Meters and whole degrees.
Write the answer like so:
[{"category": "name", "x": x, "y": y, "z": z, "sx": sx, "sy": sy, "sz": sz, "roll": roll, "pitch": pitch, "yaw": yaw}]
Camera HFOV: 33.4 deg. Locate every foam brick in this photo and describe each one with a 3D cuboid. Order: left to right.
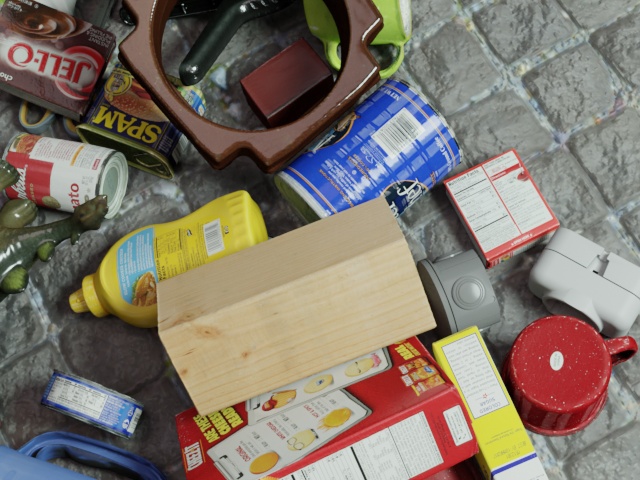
[{"category": "foam brick", "x": -0.030, "y": -0.145, "z": 1.028, "sx": 0.078, "sy": 0.053, "sz": 0.051, "roll": -36, "pitch": 70, "yaw": -6}]

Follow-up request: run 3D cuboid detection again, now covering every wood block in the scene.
[{"category": "wood block", "x": -0.022, "y": 0.053, "z": 0.879, "sx": 0.206, "sy": 0.090, "sz": 0.091, "roll": -21, "pitch": 28, "yaw": 1}]

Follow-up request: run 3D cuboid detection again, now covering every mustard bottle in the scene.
[{"category": "mustard bottle", "x": -0.141, "y": 0.028, "z": 0.970, "sx": 0.192, "sy": 0.058, "sz": 0.096, "roll": -19, "pitch": 59, "yaw": 11}]

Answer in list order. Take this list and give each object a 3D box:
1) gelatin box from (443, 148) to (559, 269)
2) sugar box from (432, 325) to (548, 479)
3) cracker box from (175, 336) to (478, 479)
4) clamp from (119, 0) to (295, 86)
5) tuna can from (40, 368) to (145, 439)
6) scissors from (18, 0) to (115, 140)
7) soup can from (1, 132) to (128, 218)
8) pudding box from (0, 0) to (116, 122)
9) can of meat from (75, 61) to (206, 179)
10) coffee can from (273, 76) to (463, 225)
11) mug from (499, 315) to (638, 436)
[{"category": "gelatin box", "x": 0.163, "y": -0.030, "z": 0.971, "sx": 0.073, "sy": 0.030, "sz": 0.089, "roll": -27, "pitch": 69, "yaw": 0}, {"category": "sugar box", "x": 0.145, "y": 0.165, "z": 0.871, "sx": 0.048, "sy": 0.093, "sz": 0.176, "roll": -21, "pitch": 69, "yaw": 1}, {"category": "cracker box", "x": 0.000, "y": 0.155, "z": 0.854, "sx": 0.213, "sy": 0.164, "sz": 0.072, "roll": -25, "pitch": 109, "yaw": -4}, {"category": "clamp", "x": -0.094, "y": -0.245, "z": 1.070, "sx": 0.209, "sy": 0.036, "sz": 0.165, "roll": -38, "pitch": 48, "yaw": -15}, {"category": "tuna can", "x": -0.199, "y": 0.144, "z": 0.933, "sx": 0.086, "sy": 0.086, "sz": 0.033, "roll": 18, "pitch": 75, "yaw": 14}, {"category": "scissors", "x": -0.228, "y": -0.184, "z": 1.090, "sx": 0.096, "sy": 0.016, "sz": 0.201, "roll": 33, "pitch": 79, "yaw": 16}, {"category": "soup can", "x": -0.244, "y": -0.062, "z": 1.021, "sx": 0.102, "sy": 0.068, "sz": 0.068, "roll": 11, "pitch": 73, "yaw": 11}, {"category": "pudding box", "x": -0.269, "y": -0.179, "z": 1.046, "sx": 0.113, "sy": 0.039, "sz": 0.090, "roll": 21, "pitch": 75, "yaw": -7}, {"category": "can of meat", "x": -0.172, "y": -0.119, "z": 1.038, "sx": 0.102, "sy": 0.057, "sz": 0.084, "roll": 21, "pitch": 72, "yaw": 14}, {"category": "coffee can", "x": 0.043, "y": -0.064, "z": 0.961, "sx": 0.140, "sy": 0.103, "sz": 0.103, "roll": -41, "pitch": 70, "yaw": -7}, {"category": "mug", "x": 0.208, "y": 0.107, "z": 0.888, "sx": 0.117, "sy": 0.081, "sz": 0.093, "roll": -18, "pitch": 69, "yaw": 2}]
